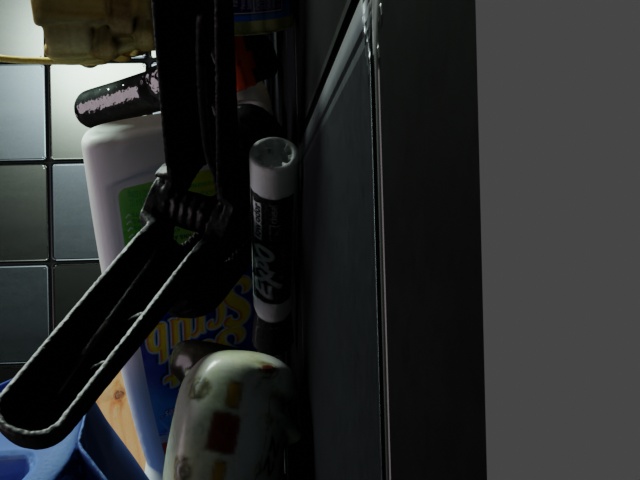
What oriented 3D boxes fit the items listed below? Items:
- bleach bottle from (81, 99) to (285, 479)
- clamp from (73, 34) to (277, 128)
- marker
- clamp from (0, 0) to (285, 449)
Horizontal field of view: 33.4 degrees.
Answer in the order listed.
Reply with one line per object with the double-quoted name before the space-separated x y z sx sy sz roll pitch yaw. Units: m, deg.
"bleach bottle" -0.057 0.057 0.575 0.068 0.102 0.251 -118 18 -75
"clamp" -0.066 -0.099 0.628 0.172 0.120 0.039 4 120 58
"marker" -0.019 0.008 0.437 0.121 0.020 0.020 93 174 -48
"clamp" -0.054 -0.003 0.418 0.210 0.036 0.164 35 -102 -80
